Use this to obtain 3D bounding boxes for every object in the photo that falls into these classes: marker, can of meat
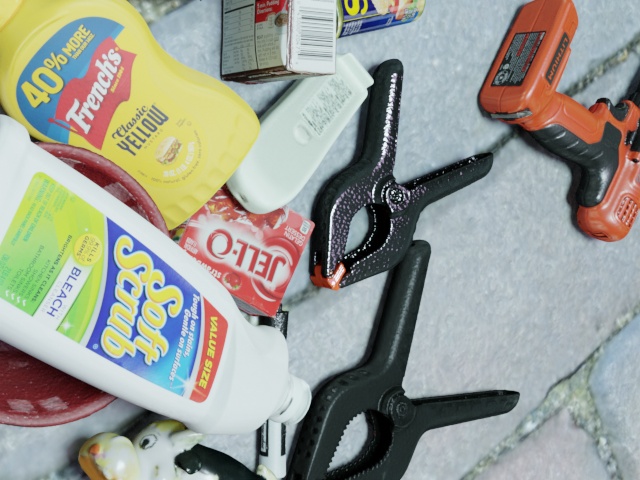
[{"bbox_3d":[-0.032,0.103,0.740,0.020,0.020,0.121,0,93,-34],"label":"marker"},{"bbox_3d":[0.020,-0.191,0.735,0.083,0.058,0.102,-19,104,-35],"label":"can of meat"}]

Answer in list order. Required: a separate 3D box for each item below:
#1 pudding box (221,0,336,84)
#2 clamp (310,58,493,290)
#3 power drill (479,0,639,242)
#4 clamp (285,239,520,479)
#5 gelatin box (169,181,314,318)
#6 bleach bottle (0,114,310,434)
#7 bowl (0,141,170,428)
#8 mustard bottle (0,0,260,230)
[{"bbox_3d":[-0.028,-0.160,0.684,0.039,0.090,0.113,1,93,-33],"label":"pudding box"},{"bbox_3d":[0.043,-0.044,0.771,0.120,0.039,0.171,48,69,-15],"label":"clamp"},{"bbox_3d":[0.227,-0.116,0.878,0.187,0.057,0.184,35,74,-31],"label":"power drill"},{"bbox_3d":[0.048,0.111,0.784,0.209,0.036,0.164,-35,107,-28],"label":"clamp"},{"bbox_3d":[-0.055,0.001,0.710,0.089,0.030,0.073,33,72,-30],"label":"gelatin box"},{"bbox_3d":[-0.100,0.037,0.598,0.250,0.068,0.102,33,75,-33],"label":"bleach bottle"},{"bbox_3d":[-0.167,0.024,0.622,0.161,0.055,0.162,-2,94,-34],"label":"bowl"},{"bbox_3d":[-0.133,-0.094,0.629,0.096,0.058,0.191,-45,119,11],"label":"mustard bottle"}]
